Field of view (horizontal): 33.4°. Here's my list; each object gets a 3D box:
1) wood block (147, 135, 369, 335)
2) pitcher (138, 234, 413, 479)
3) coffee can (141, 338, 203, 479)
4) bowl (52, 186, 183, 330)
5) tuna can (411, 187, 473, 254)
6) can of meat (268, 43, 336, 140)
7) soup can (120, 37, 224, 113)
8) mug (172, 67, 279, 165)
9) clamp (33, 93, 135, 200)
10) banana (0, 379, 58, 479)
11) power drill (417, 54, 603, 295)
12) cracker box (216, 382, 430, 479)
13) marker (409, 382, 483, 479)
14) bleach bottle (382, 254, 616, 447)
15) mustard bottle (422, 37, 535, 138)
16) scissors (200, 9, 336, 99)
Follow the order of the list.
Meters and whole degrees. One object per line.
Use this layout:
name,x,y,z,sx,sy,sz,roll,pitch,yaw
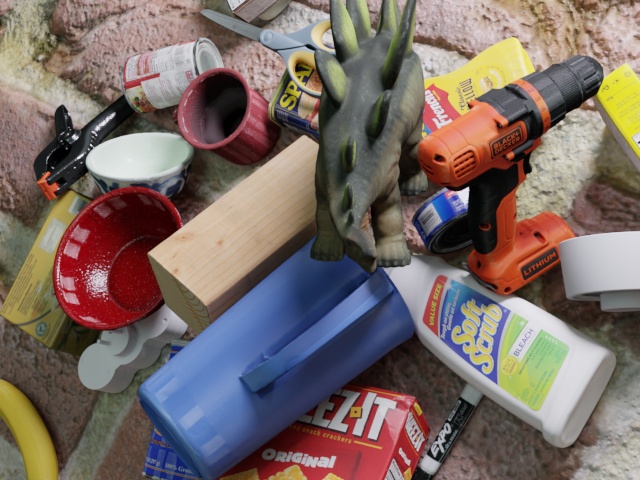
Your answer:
wood block,-0.057,0.001,1.061,0.205,0.091,0.090,-39,58,-22
pitcher,-0.040,0.104,0.971,0.242,0.149,0.145,-38,48,-17
coffee can,-0.116,0.179,1.087,0.103,0.102,0.140,7,80,28
bowl,-0.203,0.026,1.138,0.162,0.055,0.162,-9,65,20
tuna can,0.134,-0.022,1.025,0.086,0.086,0.034,-33,66,15
can of meat,0.005,-0.158,1.144,0.084,0.057,0.102,25,88,28
soup can,-0.171,-0.191,1.235,0.102,0.068,0.068,-11,72,24
mug,-0.108,-0.132,1.179,0.117,0.081,0.093,-1,76,26
clamp,-0.279,-0.117,1.256,0.120,0.039,0.171,-17,41,23
banana,-0.341,0.231,1.225,0.070,0.037,0.198,-33,64,14
power drill,0.181,-0.056,0.948,0.184,0.187,0.057,-29,38,-12
cracker box,-0.014,0.231,0.993,0.164,0.072,0.213,9,54,28
marker,0.117,0.191,1.014,0.020,0.020,0.121,31,92,30
bleach bottle,0.143,0.088,1.005,0.251,0.068,0.102,29,90,32
mustard bottle,0.126,-0.123,1.072,0.192,0.058,0.096,-23,63,20
scissors,-0.036,-0.225,1.138,0.096,0.016,0.202,-48,65,4
